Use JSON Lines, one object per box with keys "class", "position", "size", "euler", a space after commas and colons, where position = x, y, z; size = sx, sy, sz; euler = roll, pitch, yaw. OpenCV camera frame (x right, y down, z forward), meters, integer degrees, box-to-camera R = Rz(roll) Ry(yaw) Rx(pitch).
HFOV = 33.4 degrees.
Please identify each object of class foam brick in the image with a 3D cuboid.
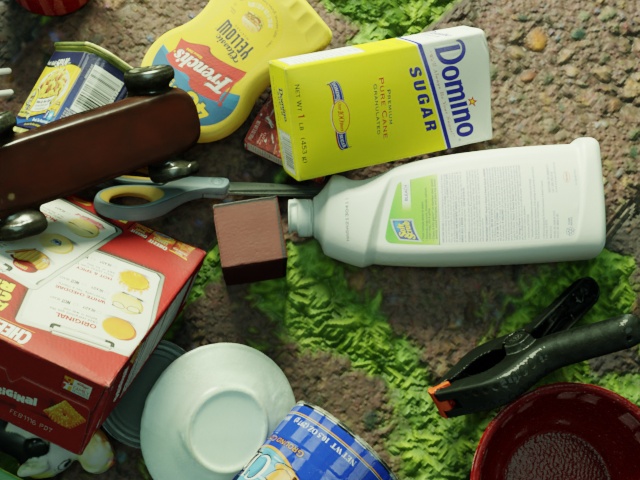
{"class": "foam brick", "position": [-0.056, 0.001, 0.848], "size": [0.051, 0.078, 0.053], "euler": [-9, 78, -4]}

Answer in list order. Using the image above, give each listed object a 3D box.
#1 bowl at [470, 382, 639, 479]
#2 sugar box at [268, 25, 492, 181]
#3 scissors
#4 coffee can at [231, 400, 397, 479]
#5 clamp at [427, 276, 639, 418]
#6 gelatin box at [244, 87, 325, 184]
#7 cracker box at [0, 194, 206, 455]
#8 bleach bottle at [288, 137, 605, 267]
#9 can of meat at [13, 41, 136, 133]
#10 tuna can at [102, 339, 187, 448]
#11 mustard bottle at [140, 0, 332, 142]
{"class": "bowl", "position": [0.192, 0.193, 0.834], "size": [0.162, 0.055, 0.162], "euler": [0, 79, -3]}
{"class": "sugar box", "position": [0.051, -0.111, 0.854], "size": [0.176, 0.048, 0.093], "euler": [-13, 112, -16]}
{"class": "scissors", "position": [-0.094, -0.034, 0.857], "size": [0.201, 0.096, 0.016], "euler": [9, 120, 0]}
{"class": "coffee can", "position": [-0.023, 0.205, 0.788], "size": [0.103, 0.103, 0.140], "euler": [41, 71, 5]}
{"class": "clamp", "position": [0.167, 0.089, 0.827], "size": [0.171, 0.120, 0.039], "euler": [-34, 99, -4]}
{"class": "gelatin box", "position": [-0.012, -0.103, 0.893], "size": [0.073, 0.030, 0.089], "euler": [26, 79, 2]}
{"class": "cracker box", "position": [-0.195, 0.042, 0.770], "size": [0.164, 0.213, 0.072], "euler": [24, 116, 1]}
{"class": "bleach bottle", "position": [0.099, -0.030, 0.870], "size": [0.251, 0.068, 0.102], "euler": [-1, 79, -1]}
{"class": "can of meat", "position": [-0.196, -0.108, 0.851], "size": [0.057, 0.102, 0.084], "euler": [33, 80, -33]}
{"class": "tuna can", "position": [-0.134, 0.121, 0.843], "size": [0.086, 0.034, 0.086], "euler": [0, 79, -3]}
{"class": "mustard bottle", "position": [-0.090, -0.137, 0.868], "size": [0.192, 0.058, 0.096], "euler": [-42, 88, 8]}
